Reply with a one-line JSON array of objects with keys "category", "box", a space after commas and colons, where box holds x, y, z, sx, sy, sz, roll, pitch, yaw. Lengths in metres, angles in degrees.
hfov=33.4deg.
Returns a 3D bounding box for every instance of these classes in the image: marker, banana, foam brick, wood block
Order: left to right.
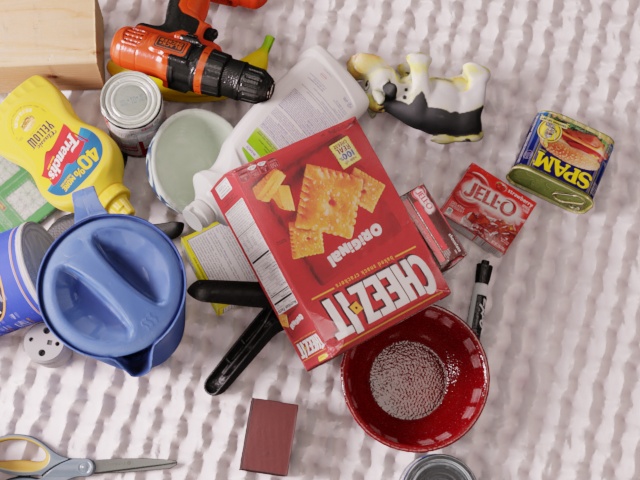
[{"category": "wood block", "box": [-0.350, -0.220, 1.192, 0.206, 0.091, 0.090, -3, 78, -5]}, {"category": "banana", "box": [-0.145, -0.190, 1.231, 0.197, 0.037, 0.069, -9, 61, -7]}, {"category": "foam brick", "box": [-0.055, 0.210, 1.137, 0.051, 0.053, 0.078, 10, 76, -2]}, {"category": "marker", "box": [0.176, 0.080, 1.200, 0.020, 0.020, 0.121, 13, 77, -2]}]

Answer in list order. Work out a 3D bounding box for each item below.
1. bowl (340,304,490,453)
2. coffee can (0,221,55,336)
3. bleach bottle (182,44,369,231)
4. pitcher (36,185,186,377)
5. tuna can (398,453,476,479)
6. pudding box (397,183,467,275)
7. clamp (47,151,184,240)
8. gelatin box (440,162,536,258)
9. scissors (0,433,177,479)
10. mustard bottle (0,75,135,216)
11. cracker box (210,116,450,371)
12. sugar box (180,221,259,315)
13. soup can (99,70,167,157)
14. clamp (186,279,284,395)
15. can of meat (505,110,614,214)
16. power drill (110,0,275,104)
[{"category": "bowl", "box": [0.099, 0.149, 1.161, 0.162, 0.055, 0.162, 1, 77, -4]}, {"category": "coffee can", "box": [-0.345, 0.051, 1.107, 0.140, 0.102, 0.103, -20, 79, 9]}, {"category": "bleach bottle", "box": [-0.060, -0.104, 1.167, 0.102, 0.068, 0.250, 47, 63, -2]}, {"category": "pitcher", "box": [-0.197, 0.055, 1.064, 0.145, 0.243, 0.149, 24, 77, 1]}, {"category": "tuna can", "box": [0.126, 0.272, 1.146, 0.086, 0.034, 0.086, 1, 77, -4]}, {"category": "pudding box", "box": [0.110, -0.003, 1.166, 0.039, 0.114, 0.090, -28, 81, -16]}, {"category": "clamp", "box": [-0.238, -0.004, 1.177, 0.120, 0.039, 0.171, 40, 83, 18]}, {"category": "gelatin box", "box": [0.190, -0.035, 1.221, 0.089, 0.030, 0.073, 34, 77, 3]}, {"category": "scissors", "box": [-0.261, 0.258, 1.130, 0.201, 0.016, 0.096, 13, 78, -1]}, {"category": "mustard bottle", "box": [-0.270, -0.086, 1.155, 0.192, 0.058, 0.096, 42, 87, 15]}, {"category": "cracker box", "box": [0.012, 0.000, 1.092, 0.164, 0.072, 0.214, -26, 84, -29]}, {"category": "sugar box", "box": [-0.058, 0.002, 1.188, 0.176, 0.048, 0.093, -27, 80, -13]}, {"category": "soup can", "box": [-0.205, -0.138, 1.179, 0.068, 0.102, 0.068, 1, 77, -4]}, {"category": "clamp", "box": [-0.049, 0.062, 1.136, 0.209, 0.164, 0.036, -32, 51, -18]}, {"category": "can of meat", "box": [0.278, -0.091, 1.228, 0.102, 0.057, 0.084, 26, 74, 1]}, {"category": "power drill", "box": [-0.118, -0.238, 1.191, 0.184, 0.057, 0.187, 18, 52, 4]}]
